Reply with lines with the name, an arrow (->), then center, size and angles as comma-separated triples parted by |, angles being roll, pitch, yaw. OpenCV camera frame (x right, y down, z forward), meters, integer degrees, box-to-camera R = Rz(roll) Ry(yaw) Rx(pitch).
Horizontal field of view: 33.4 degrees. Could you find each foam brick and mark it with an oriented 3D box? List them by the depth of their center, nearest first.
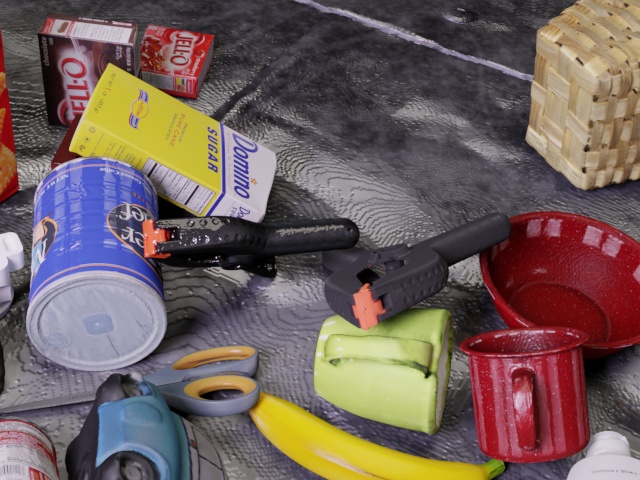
foam brick -> -0.207, -0.070, 0.968 | 0.053, 0.051, 0.078 | 9, 42, 1

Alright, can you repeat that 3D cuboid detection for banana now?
banana -> 0.034, 0.157, 0.769 | 0.198, 0.037, 0.069 | 17, 13, 5

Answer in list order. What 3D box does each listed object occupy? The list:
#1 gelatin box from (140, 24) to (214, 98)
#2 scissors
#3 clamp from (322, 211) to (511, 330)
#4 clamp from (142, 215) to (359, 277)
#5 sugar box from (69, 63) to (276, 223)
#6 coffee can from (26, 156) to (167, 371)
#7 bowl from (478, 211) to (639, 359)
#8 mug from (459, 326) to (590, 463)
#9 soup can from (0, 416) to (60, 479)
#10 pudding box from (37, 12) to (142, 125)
gelatin box -> -0.156, -0.190, 1.125 | 0.073, 0.030, 0.089 | 10, 42, 2
scissors -> -0.132, 0.117, 0.782 | 0.201, 0.016, 0.096 | -15, 24, -23
clamp -> 0.067, 0.020, 0.824 | 0.165, 0.036, 0.210 | -13, 10, 12
clamp -> -0.055, 0.001, 0.830 | 0.171, 0.120, 0.039 | 5, 66, -50
sugar box -> -0.126, -0.079, 0.947 | 0.176, 0.048, 0.093 | 25, 40, -14
coffee can -> -0.175, 0.017, 0.839 | 0.102, 0.103, 0.140 | -2, 43, -11
bowl -> 0.208, 0.047, 0.899 | 0.162, 0.055, 0.162 | 4, 42, -4
mug -> 0.150, 0.113, 0.767 | 0.093, 0.081, 0.117 | -6, 6, 11
soup can -> -0.196, 0.162, 0.672 | 0.068, 0.068, 0.102 | -8, 17, -17
pudding box -> -0.217, -0.157, 1.018 | 0.090, 0.113, 0.039 | 6, 45, -1
